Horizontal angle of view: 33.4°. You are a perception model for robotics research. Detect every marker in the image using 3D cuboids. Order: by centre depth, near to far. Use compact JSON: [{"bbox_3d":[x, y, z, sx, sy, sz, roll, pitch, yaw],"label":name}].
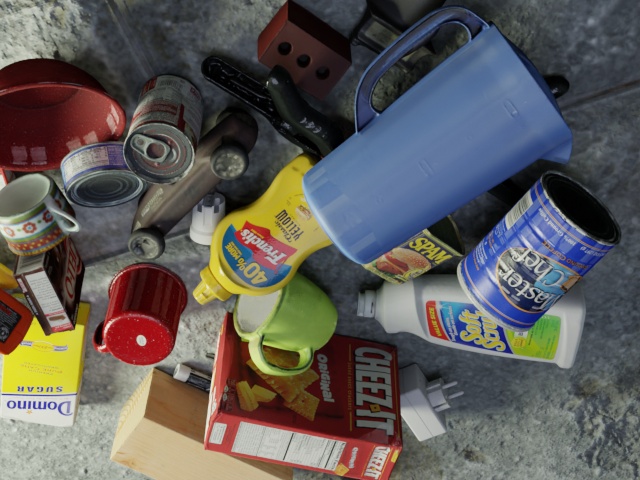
[{"bbox_3d":[-0.123,0.182,1.314,0.121,0.020,0.020,24,123,-16],"label":"marker"}]

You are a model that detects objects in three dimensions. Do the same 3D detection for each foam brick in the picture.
[{"bbox_3d":[-0.015,-0.183,1.026,0.078,0.051,0.053,30,121,-19],"label":"foam brick"}]

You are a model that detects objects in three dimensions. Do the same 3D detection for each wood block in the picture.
[{"bbox_3d":[-0.143,0.255,1.325,0.206,0.090,0.091,28,121,-18],"label":"wood block"}]

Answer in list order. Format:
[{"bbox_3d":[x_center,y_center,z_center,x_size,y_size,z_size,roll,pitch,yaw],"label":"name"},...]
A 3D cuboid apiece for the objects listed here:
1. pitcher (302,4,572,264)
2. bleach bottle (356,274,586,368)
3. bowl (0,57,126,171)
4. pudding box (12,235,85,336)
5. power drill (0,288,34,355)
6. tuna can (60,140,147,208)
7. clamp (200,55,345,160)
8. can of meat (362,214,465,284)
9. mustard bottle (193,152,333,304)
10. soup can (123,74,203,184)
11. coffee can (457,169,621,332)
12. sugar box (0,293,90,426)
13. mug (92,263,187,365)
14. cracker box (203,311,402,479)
[{"bbox_3d":[0.099,-0.093,1.006,0.243,0.149,0.144,-35,146,13],"label":"pitcher"},{"bbox_3d":[0.167,0.086,1.216,0.251,0.068,0.103,4,125,1],"label":"bleach bottle"},{"bbox_3d":[-0.274,-0.130,1.041,0.162,0.055,0.162,-12,157,-5],"label":"bowl"},{"bbox_3d":[-0.290,0.033,1.149,0.039,0.113,0.090,-13,126,7],"label":"pudding box"},{"bbox_3d":[-0.407,0.057,1.144,0.188,0.057,0.184,8,153,48],"label":"power drill"},{"bbox_3d":[-0.222,-0.067,1.099,0.086,0.034,0.086,-11,158,-5],"label":"tuna can"},{"bbox_3d":[-0.040,-0.129,1.053,0.039,0.120,0.171,-55,140,-8],"label":"clamp"},{"bbox_3d":[0.092,0.000,1.141,0.084,0.057,0.102,-29,147,23],"label":"can of meat"},{"bbox_3d":[-0.057,0.001,1.123,0.192,0.058,0.096,-40,97,8],"label":"mustard bottle"},{"bbox_3d":[-0.152,-0.111,1.049,0.068,0.102,0.068,0,126,0],"label":"soup can"},{"bbox_3d":[0.224,0.012,1.102,0.102,0.103,0.140,28,123,-18],"label":"coffee can"},{"bbox_3d":[-0.330,0.146,1.274,0.093,0.048,0.176,10,125,-6],"label":"sugar box"},{"bbox_3d":[-0.211,0.091,1.210,0.117,0.081,0.093,-24,122,17],"label":"mug"},{"bbox_3d":[-0.017,0.176,1.220,0.213,0.164,0.072,12,127,-8],"label":"cracker box"}]
